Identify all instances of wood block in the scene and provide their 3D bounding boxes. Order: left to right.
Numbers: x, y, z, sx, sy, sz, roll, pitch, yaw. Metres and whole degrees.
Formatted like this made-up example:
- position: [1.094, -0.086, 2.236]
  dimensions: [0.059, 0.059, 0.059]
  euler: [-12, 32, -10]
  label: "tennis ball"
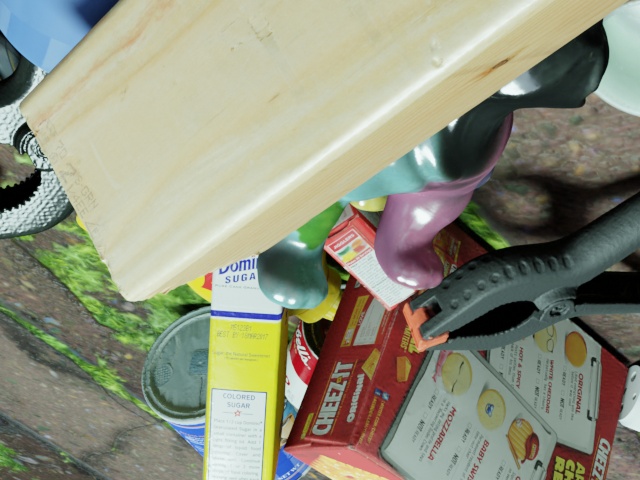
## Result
- position: [0.002, -0.070, 0.365]
  dimensions: [0.206, 0.090, 0.090]
  euler: [-33, 84, 36]
  label: "wood block"

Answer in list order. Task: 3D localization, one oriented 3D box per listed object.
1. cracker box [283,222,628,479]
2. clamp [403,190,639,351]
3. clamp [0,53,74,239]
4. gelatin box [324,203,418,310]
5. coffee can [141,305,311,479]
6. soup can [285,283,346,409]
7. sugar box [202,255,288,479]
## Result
- position: [0.096, 0.106, 0.684]
  dimensions: [0.213, 0.164, 0.072]
  euler: [37, 150, -29]
  label: "cracker box"
- position: [0.132, 0.017, 0.591]
  dimensions: [0.171, 0.039, 0.120]
  euler: [-14, 139, -11]
  label: "clamp"
- position: [-0.151, -0.068, 0.577]
  dimensions: [0.210, 0.036, 0.164]
  euler: [-27, 126, 10]
  label: "clamp"
- position: [0.019, -0.013, 0.610]
  dimensions: [0.030, 0.089, 0.073]
  euler: [-35, 130, 13]
  label: "gelatin box"
- position: [-0.068, 0.132, 0.871]
  dimensions: [0.103, 0.102, 0.140]
  euler: [1, 145, 27]
  label: "coffee can"
- position: [0.010, 0.084, 0.788]
  dimensions: [0.068, 0.068, 0.102]
  euler: [20, 150, -3]
  label: "soup can"
- position: [-0.040, 0.052, 0.617]
  dimensions: [0.048, 0.093, 0.176]
  euler: [6, 106, -1]
  label: "sugar box"
